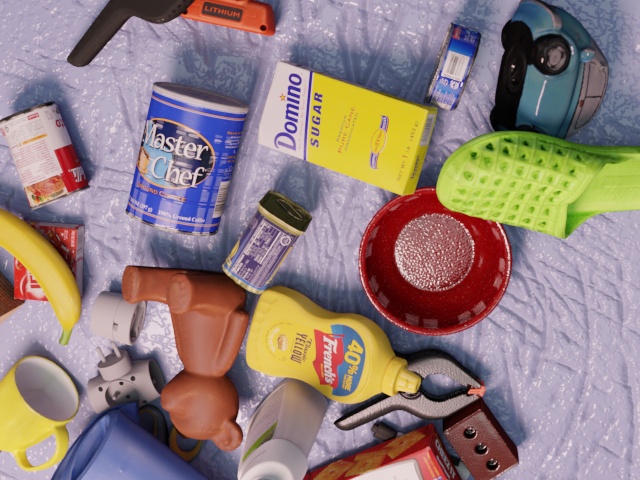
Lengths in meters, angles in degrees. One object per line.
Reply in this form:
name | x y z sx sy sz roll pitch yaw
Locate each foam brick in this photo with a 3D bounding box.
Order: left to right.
foam brick | 0.177 0.221 1.181 0.053 0.051 0.078 -35 96 11

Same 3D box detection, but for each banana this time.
banana | -0.321 0.023 1.168 0.070 0.037 0.198 -36 94 11

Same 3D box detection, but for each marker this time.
marker | 0.113 0.237 1.207 0.121 0.020 0.020 26 102 0

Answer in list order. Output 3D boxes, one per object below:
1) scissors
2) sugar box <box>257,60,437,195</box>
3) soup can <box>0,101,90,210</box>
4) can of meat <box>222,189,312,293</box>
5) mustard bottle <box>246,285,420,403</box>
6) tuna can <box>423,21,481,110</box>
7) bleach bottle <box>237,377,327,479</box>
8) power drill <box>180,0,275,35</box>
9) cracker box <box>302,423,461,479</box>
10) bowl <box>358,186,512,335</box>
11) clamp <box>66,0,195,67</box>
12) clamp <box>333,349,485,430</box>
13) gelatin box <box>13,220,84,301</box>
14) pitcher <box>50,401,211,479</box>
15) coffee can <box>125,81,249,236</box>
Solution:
scissors | -0.168 0.285 1.246 0.096 0.016 0.202 -11 100 8
sugar box | 0.025 -0.118 1.107 0.176 0.048 0.093 20 103 19
soup can | -0.301 -0.092 1.160 0.068 0.068 0.102 -19 98 9
can of meat | -0.057 0.001 1.137 0.057 0.102 0.084 33 104 -2
mustard bottle | 0.017 0.122 1.147 0.192 0.058 0.096 19 104 20
tuna can | 0.135 -0.177 1.090 0.034 0.086 0.086 18 102 0
bleach bottle | -0.048 0.224 1.102 0.068 0.250 0.103 38 102 -2
power drill | -0.068 -0.310 1.100 0.184 0.057 0.188 12 99 7
cracker box | 0.065 0.321 1.191 0.214 0.072 0.164 -25 99 17
bowl | 0.122 0.018 1.144 0.162 0.055 0.162 1 101 5
clamp | -0.196 -0.259 1.102 0.210 0.036 0.164 8 107 29
clamp | 0.093 0.167 1.186 0.171 0.039 0.120 13 104 8
gelatin box | -0.306 0.025 1.202 0.073 0.030 0.089 5 101 5
pitcher | -0.179 0.309 1.175 0.242 0.145 0.149 39 110 -16
coffee can | -0.141 -0.087 1.127 0.103 0.102 0.140 15 102 2
